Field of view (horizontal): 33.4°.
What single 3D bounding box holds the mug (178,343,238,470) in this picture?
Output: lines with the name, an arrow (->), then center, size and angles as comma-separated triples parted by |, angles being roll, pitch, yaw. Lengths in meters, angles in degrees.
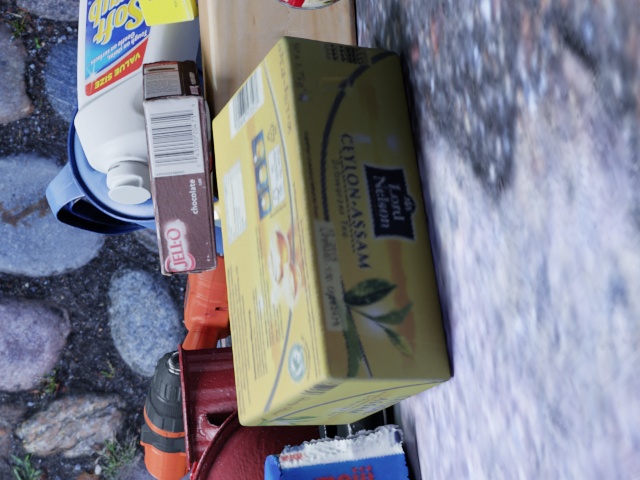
mug -> -0.060, 0.121, 0.780 | 0.117, 0.081, 0.093 | -135, 41, -78

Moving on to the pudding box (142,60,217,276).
pudding box -> -0.088, -0.047, 0.665 | 0.090, 0.039, 0.113 | -114, 22, -65

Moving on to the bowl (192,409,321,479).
bowl -> -0.016, 0.184, 0.691 | 0.161, 0.055, 0.162 | 0, -90, -55

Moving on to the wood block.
wood block -> -0.029, -0.132, 0.668 | 0.091, 0.090, 0.206 | -151, 58, -79

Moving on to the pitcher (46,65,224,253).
pitcher -> -0.115, -0.054, 0.918 | 0.242, 0.149, 0.145 | 39, -113, -73

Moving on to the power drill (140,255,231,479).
power drill -> -0.118, 0.105, 0.979 | 0.185, 0.057, 0.187 | 107, 179, -50

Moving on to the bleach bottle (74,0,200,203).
bleach bottle -> -0.128, -0.147, 0.782 | 0.068, 0.103, 0.251 | 43, -140, -58
